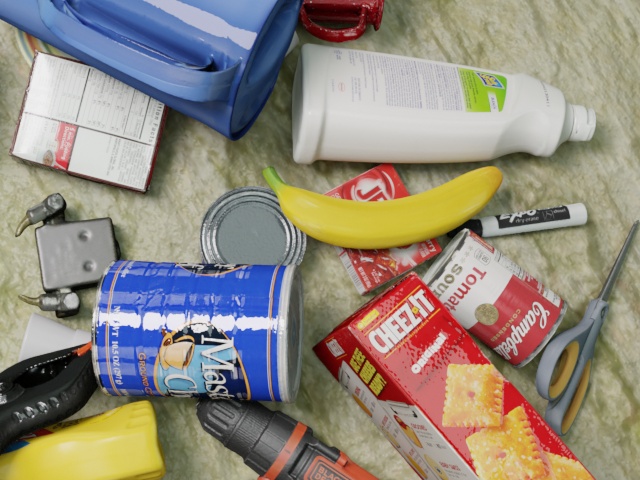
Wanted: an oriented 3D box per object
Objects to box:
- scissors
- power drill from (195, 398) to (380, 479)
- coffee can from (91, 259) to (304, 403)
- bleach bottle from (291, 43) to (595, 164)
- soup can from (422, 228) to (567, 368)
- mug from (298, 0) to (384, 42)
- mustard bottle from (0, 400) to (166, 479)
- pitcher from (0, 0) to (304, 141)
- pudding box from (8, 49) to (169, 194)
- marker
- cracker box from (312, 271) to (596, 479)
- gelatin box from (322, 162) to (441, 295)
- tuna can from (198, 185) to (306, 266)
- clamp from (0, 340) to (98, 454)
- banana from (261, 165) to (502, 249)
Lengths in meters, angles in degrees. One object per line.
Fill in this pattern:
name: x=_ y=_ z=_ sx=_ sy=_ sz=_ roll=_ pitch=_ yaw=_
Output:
scissors: x=0.217 y=0.059 z=0.869 sx=0.016 sy=0.096 sz=0.201 roll=13 pitch=77 yaw=35
power drill: x=-0.051 y=0.226 z=0.808 sx=0.184 sy=0.057 sz=0.187 roll=32 pitch=78 yaw=2
coffee can: x=-0.087 y=0.067 z=0.794 sx=0.140 sy=0.103 sz=0.103 roll=1 pitch=79 yaw=6
bleach bottle: x=0.104 y=-0.102 z=0.878 sx=0.250 sy=0.068 sz=0.102 roll=5 pitch=51 yaw=-8
soup can: x=0.138 y=0.046 z=0.861 sx=0.102 sy=0.068 sz=0.068 roll=37 pitch=77 yaw=0
mug: x=0.010 y=-0.211 z=0.878 sx=0.081 sy=0.093 sz=0.117 roll=1 pitch=64 yaw=-3
mustard bottle: x=-0.211 y=0.164 z=0.776 sx=0.191 sy=0.096 sz=0.058 roll=-11 pitch=91 yaw=-9
pitcher: x=-0.143 y=-0.177 z=0.788 sx=0.243 sy=0.149 sz=0.145 roll=24 pitch=76 yaw=5
pudding box: x=-0.182 y=-0.094 z=0.850 sx=0.113 sy=0.039 sz=0.090 roll=15 pitch=88 yaw=-10
marker: x=0.165 y=-0.015 z=0.902 sx=0.121 sy=0.020 sz=0.020 roll=-8 pitch=81 yaw=-9
cracker box: x=0.098 y=0.133 z=0.791 sx=0.072 sy=0.164 sz=0.214 roll=-40 pitch=87 yaw=-15
gelatin box: x=0.045 y=-0.011 z=0.878 sx=0.073 sy=0.030 sz=0.089 roll=-28 pitch=85 yaw=-13
tuna can: x=-0.056 y=0.001 z=0.860 sx=0.086 sy=0.034 sz=0.086 roll=1 pitch=79 yaw=-8
clamp: x=-0.218 y=0.123 z=0.740 sx=0.171 sy=0.120 sz=0.039 roll=-27 pitch=124 yaw=-29
banana: x=0.054 y=-0.027 z=0.847 sx=0.197 sy=0.037 sz=0.069 roll=0 pitch=80 yaw=-11
